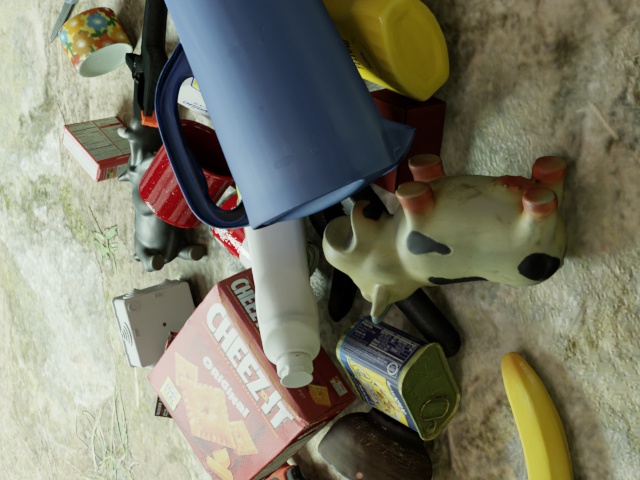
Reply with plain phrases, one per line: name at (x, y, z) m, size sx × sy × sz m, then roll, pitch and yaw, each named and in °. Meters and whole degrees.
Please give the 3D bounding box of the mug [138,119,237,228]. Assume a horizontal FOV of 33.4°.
mug at (-0.130, -0.061, 1.132) m, size 0.117 × 0.093 × 0.082 m, roll 34°, pitch 118°, yaw -8°

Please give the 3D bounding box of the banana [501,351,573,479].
banana at (0.182, 0.193, 0.898) m, size 0.070 × 0.037 × 0.198 m, roll 13°, pitch 114°, yaw 47°

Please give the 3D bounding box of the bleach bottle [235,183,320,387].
bleach bottle at (-0.038, 0.013, 0.974) m, size 0.102 × 0.068 × 0.251 m, roll 79°, pitch -178°, yaw -55°

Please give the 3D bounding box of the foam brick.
foam brick at (0.068, -0.088, 0.914) m, size 0.053 × 0.051 × 0.078 m, roll 32°, pitch 127°, yaw 41°

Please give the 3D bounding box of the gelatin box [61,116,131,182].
gelatin box at (-0.261, -0.112, 1.295) m, size 0.089 × 0.073 × 0.030 m, roll 44°, pitch 134°, yaw 32°

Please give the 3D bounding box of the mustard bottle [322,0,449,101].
mustard bottle at (0.022, -0.182, 0.911) m, size 0.192 × 0.058 × 0.096 m, roll 30°, pitch 162°, yaw 49°

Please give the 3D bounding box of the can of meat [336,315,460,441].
can of meat at (0.070, 0.122, 0.966) m, size 0.084 × 0.057 × 0.102 m, roll 24°, pitch 151°, yaw 41°

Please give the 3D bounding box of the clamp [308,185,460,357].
clamp at (0.045, 0.013, 0.958) m, size 0.165 × 0.036 × 0.210 m, roll 19°, pitch 138°, yaw 42°

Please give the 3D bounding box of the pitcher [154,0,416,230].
pitcher at (-0.049, -0.134, 0.842) m, size 0.145 × 0.149 × 0.243 m, roll -26°, pitch 88°, yaw 55°

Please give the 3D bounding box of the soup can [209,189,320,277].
soup can at (-0.057, 0.001, 1.091) m, size 0.102 × 0.068 × 0.069 m, roll 42°, pitch 133°, yaw 32°

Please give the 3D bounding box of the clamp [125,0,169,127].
clamp at (-0.189, -0.184, 1.169) m, size 0.120 × 0.039 × 0.171 m, roll 121°, pitch 150°, yaw -55°

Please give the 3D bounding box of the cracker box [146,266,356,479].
cracker box at (-0.078, 0.148, 1.076) m, size 0.164 × 0.071 × 0.214 m, roll 55°, pitch 140°, yaw 13°

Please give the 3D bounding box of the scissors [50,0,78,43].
scissors at (-0.310, -0.324, 1.318) m, size 0.202 × 0.016 × 0.096 m, roll -21°, pitch 86°, yaw 53°
